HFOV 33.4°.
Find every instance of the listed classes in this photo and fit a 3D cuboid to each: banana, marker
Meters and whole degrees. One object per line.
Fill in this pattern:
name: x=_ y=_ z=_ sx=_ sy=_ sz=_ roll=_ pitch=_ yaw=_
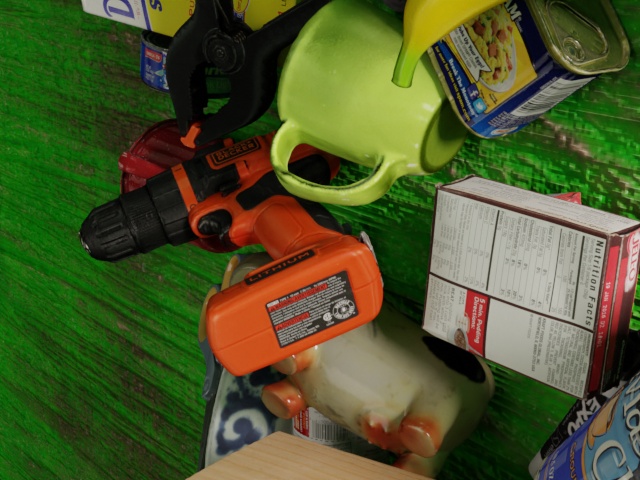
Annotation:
banana: x=0.119 y=-0.122 z=0.491 sx=0.198 sy=0.037 sz=0.069 roll=-7 pitch=115 yaw=28
marker: x=0.150 y=0.093 z=0.593 sx=0.020 sy=0.020 sz=0.121 roll=50 pitch=135 yaw=31

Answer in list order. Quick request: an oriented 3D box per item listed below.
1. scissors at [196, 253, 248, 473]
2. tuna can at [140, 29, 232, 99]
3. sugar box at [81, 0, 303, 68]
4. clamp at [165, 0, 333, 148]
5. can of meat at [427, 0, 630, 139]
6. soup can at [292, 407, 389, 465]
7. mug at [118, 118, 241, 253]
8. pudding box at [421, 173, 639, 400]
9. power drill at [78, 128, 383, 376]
scissors: x=-0.088 y=0.108 z=0.833 sx=0.096 sy=0.016 sz=0.201 roll=-20 pitch=55 yaw=66
tuna can: x=-0.089 y=-0.132 z=0.780 sx=0.086 sy=0.085 sz=0.034 roll=32 pitch=125 yaw=43
sugar box: x=-0.085 y=-0.186 z=0.736 sx=0.176 sy=0.048 sz=0.093 roll=17 pitch=121 yaw=19
clamp: x=-0.048 y=-0.128 z=0.693 sx=0.120 sy=0.039 sz=0.172 roll=29 pitch=130 yaw=17
can of meat: x=0.102 y=-0.115 z=0.567 sx=0.084 sy=0.057 sz=0.102 roll=-36 pitch=72 yaw=52
soup can: x=0.014 y=0.146 z=0.741 sx=0.069 sy=0.068 sz=0.102 roll=15 pitch=111 yaw=49
mug: x=-0.097 y=-0.042 z=0.798 sx=0.082 sy=0.117 sz=0.093 roll=22 pitch=90 yaw=42
pudding box: x=0.109 y=0.022 z=0.563 sx=0.114 sy=0.039 sz=0.090 roll=20 pitch=114 yaw=40
power drill: x=-0.054 y=0.001 z=0.668 sx=0.188 sy=0.184 sz=0.057 roll=-121 pitch=9 yaw=-53
